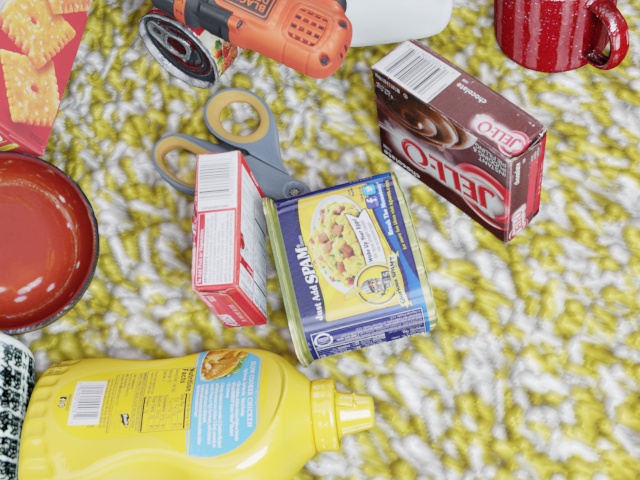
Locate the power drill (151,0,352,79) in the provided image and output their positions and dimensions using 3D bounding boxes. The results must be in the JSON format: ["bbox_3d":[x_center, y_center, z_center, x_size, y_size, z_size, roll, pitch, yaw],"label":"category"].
[{"bbox_3d":[-0.035,-0.218,0.695,0.184,0.057,0.187,27,87,6],"label":"power drill"}]

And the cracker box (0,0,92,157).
[{"bbox_3d":[-0.238,-0.143,0.738,0.164,0.072,0.213,-12,54,33],"label":"cracker box"}]

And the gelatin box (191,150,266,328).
[{"bbox_3d":[-0.054,0.001,0.645,0.030,0.073,0.089,-4,69,9],"label":"gelatin box"}]

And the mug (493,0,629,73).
[{"bbox_3d":[0.164,-0.159,0.710,0.093,0.081,0.117,-32,60,-10],"label":"mug"}]

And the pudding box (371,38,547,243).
[{"bbox_3d":[0.085,-0.061,0.659,0.039,0.090,0.114,-39,61,-17],"label":"pudding box"}]

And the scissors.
[{"bbox_3d":[-0.016,-0.047,0.708,0.202,0.016,0.096,16,66,18],"label":"scissors"}]

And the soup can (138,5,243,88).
[{"bbox_3d":[-0.072,-0.168,0.759,0.069,0.068,0.102,27,66,22],"label":"soup can"}]

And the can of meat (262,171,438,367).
[{"bbox_3d":[0.018,0.015,0.634,0.084,0.057,0.102,-14,68,2],"label":"can of meat"}]

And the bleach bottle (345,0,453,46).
[{"bbox_3d":[0.032,-0.259,0.803,0.102,0.068,0.251,-7,56,3],"label":"bleach bottle"}]

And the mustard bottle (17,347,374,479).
[{"bbox_3d":[-0.065,0.103,0.599,0.191,0.058,0.096,-6,36,5],"label":"mustard bottle"}]
